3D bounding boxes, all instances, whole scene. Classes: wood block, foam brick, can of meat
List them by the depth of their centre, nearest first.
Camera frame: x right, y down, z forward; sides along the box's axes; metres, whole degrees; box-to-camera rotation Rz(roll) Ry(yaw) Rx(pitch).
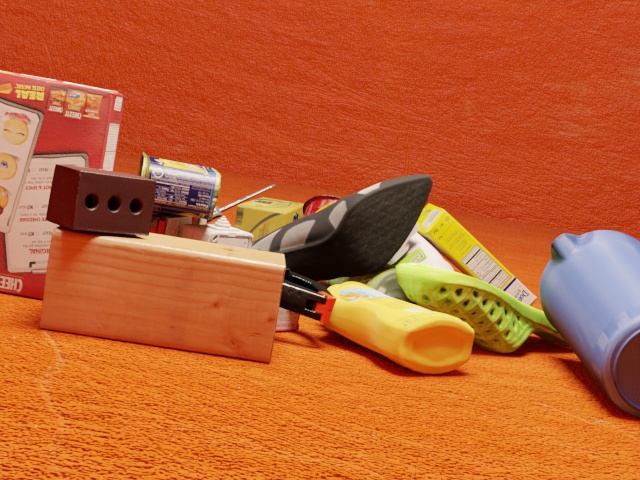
[{"bbox_3d":[-0.195,-0.036,0.949,0.078,0.053,0.051,4,8,-39],"label":"foam brick"},{"bbox_3d":[-0.141,0.044,0.976,0.206,0.090,0.091,9,6,-4],"label":"wood block"},{"bbox_3d":[-0.157,-0.058,1.161,0.084,0.057,0.102,9,7,-12],"label":"can of meat"}]

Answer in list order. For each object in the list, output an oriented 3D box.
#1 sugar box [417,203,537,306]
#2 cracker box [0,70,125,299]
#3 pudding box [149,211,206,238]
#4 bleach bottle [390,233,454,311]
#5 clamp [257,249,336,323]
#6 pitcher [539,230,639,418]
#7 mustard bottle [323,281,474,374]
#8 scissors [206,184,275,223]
[{"bbox_3d":[0.205,0.026,1.430,0.176,0.048,0.093,40,2,-11],"label":"sugar box"},{"bbox_3d":[-0.295,-0.057,1.068,0.164,0.214,0.072,10,5,2],"label":"cracker box"},{"bbox_3d":[-0.171,0.010,1.206,0.039,0.090,0.113,13,7,18],"label":"pudding box"},{"bbox_3d":[0.108,0.046,1.354,0.068,0.102,0.251,50,2,-18],"label":"bleach bottle"},{"bbox_3d":[-0.059,0.039,1.078,0.120,0.039,0.172,2,14,-40],"label":"clamp"},{"bbox_3d":[0.314,0.090,1.068,0.149,0.145,0.243,5,16,-1],"label":"pitcher"},{"bbox_3d":[0.058,0.081,1.076,0.096,0.058,0.192,3,10,-36],"label":"mustard bottle"},{"bbox_3d":[-0.149,-0.034,1.410,0.201,0.016,0.096,-28,-3,-3],"label":"scissors"}]
